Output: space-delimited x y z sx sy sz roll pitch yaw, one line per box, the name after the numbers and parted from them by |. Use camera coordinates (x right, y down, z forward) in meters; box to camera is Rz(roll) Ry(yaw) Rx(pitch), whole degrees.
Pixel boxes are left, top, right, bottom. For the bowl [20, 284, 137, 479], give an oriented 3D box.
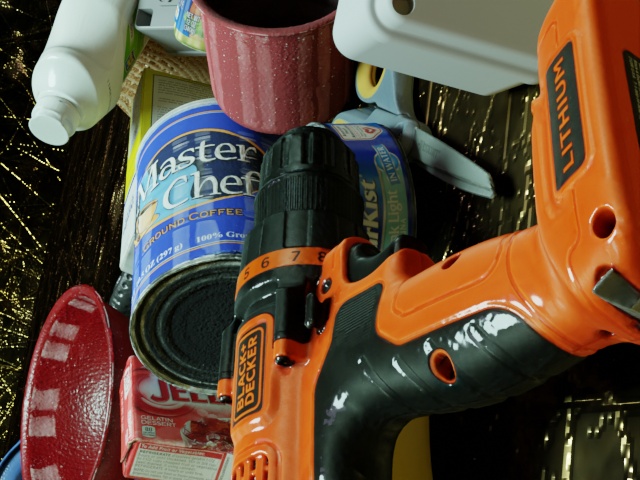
-0.150 0.113 0.721 0.162 0.055 0.162 -26 58 52 | bowl

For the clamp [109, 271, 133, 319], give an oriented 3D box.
-0.159 0.049 0.902 0.164 0.036 0.210 -65 5 -31 | clamp

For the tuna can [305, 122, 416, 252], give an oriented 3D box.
0.012 -0.011 0.487 0.086 0.033 0.086 177 90 -71 | tuna can

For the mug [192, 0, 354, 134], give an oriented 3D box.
-0.014 -0.120 0.587 0.117 0.093 0.081 -43 -28 -27 | mug

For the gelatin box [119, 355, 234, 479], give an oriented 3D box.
-0.064 0.100 0.582 0.073 0.089 0.030 -109 36 -59 | gelatin box

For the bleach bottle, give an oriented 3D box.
-0.149 -0.175 0.772 0.103 0.068 0.250 98 -172 -55 | bleach bottle

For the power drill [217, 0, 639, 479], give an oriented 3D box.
0.036 0.001 0.339 0.188 0.057 0.184 -39 40 42 | power drill

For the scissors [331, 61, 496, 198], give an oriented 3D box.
0.043 -0.065 0.494 0.202 0.016 0.096 -176 98 -72 | scissors

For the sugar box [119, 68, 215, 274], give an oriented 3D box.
-0.088 -0.043 0.749 0.176 0.093 0.048 -94 24 -43 | sugar box

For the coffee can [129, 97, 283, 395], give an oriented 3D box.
-0.054 0.001 0.599 0.140 0.102 0.103 -99 28 -49 | coffee can
